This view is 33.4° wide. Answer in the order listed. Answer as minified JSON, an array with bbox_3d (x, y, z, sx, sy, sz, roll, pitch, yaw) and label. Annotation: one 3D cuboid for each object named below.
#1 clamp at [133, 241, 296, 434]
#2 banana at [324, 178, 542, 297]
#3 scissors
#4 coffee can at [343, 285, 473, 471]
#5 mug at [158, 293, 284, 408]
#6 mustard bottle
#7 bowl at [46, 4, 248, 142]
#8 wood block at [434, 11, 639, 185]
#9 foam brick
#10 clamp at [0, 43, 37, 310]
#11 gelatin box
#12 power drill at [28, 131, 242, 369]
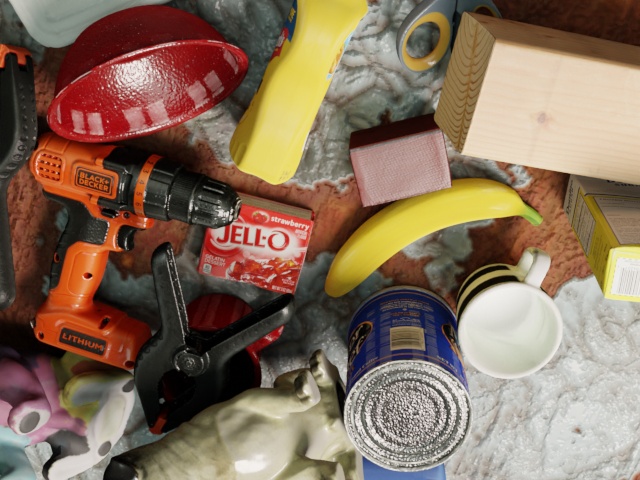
[{"bbox_3d":[-0.093,0.089,0.868,0.120,0.039,0.172,18,118,1],"label":"clamp"},{"bbox_3d":[0.087,-0.009,0.908,0.198,0.037,0.069,-19,109,11],"label":"banana"},{"bbox_3d":[0.096,-0.204,0.804,0.096,0.016,0.202,-15,130,-1],"label":"scissors"},{"bbox_3d":[0.072,0.113,0.902,0.103,0.140,0.103,1,112,3],"label":"coffee can"},{"bbox_3d":[-0.083,0.092,0.934,0.117,0.081,0.093,-30,107,14],"label":"mug"},{"bbox_3d":[-0.010,-0.144,0.828,0.058,0.096,0.192,24,111,-6],"label":"mustard bottle"},{"bbox_3d":[-0.140,-0.136,0.828,0.162,0.162,0.055,-22,77,12],"label":"bowl"},{"bbox_3d":[0.205,-0.104,0.816,0.206,0.090,0.091,9,113,-12],"label":"wood block"},{"bbox_3d":[0.066,-0.067,0.878,0.078,0.053,0.051,-12,111,9],"label":"foam brick"},{"bbox_3d":[-0.296,-0.066,0.892,0.165,0.036,0.210,22,101,25],"label":"clamp"},{"bbox_3d":[-0.056,0.001,0.924,0.089,0.030,0.073,14,112,-3],"label":"gelatin box"},{"bbox_3d":[-0.167,0.012,0.911,0.184,0.057,0.188,17,110,10],"label":"power drill"}]
